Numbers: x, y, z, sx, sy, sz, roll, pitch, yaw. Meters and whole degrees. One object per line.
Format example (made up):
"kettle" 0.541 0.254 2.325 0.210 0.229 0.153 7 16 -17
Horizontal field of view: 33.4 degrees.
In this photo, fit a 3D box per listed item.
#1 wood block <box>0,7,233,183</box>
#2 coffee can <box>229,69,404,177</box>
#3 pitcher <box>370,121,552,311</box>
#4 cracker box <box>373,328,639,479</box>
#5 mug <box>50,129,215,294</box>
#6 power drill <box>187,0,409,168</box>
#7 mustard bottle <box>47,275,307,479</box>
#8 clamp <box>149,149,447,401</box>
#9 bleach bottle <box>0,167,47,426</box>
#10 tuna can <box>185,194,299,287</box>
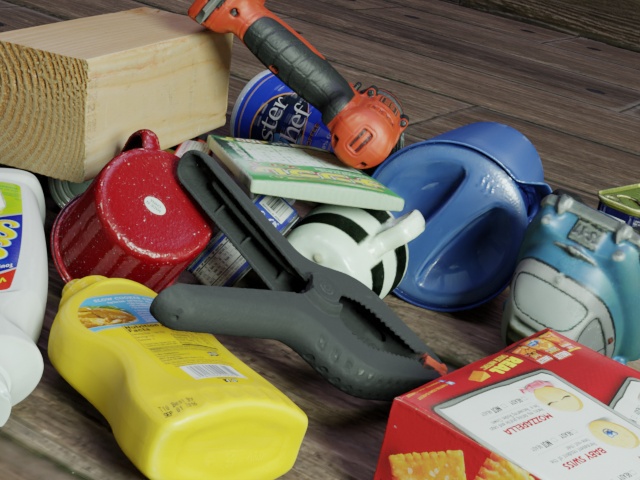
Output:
"wood block" -0.157 -0.117 0.817 0.091 0.090 0.205 14 22 19
"coffee can" -0.005 -0.099 1.036 0.140 0.103 0.102 27 25 36
"pitcher" 0.115 -0.033 0.914 0.149 0.145 0.242 28 19 9
"cracker box" 0.159 0.134 0.548 0.214 0.072 0.163 27 25 34
"mug" -0.120 -0.019 0.704 0.093 0.082 0.117 13 61 -26
"power drill" -0.008 -0.139 0.841 0.187 0.057 0.184 41 14 -4
"mustard bottle" -0.098 0.068 0.597 0.096 0.058 0.192 4 20 -40
"clamp" -0.011 0.043 0.632 0.210 0.036 0.164 36 26 -14
"bleach bottle" -0.202 0.031 0.634 0.102 0.068 0.251 -1 25 -21
"tuna can" -0.055 0.001 0.761 0.034 0.086 0.086 44 22 -3
